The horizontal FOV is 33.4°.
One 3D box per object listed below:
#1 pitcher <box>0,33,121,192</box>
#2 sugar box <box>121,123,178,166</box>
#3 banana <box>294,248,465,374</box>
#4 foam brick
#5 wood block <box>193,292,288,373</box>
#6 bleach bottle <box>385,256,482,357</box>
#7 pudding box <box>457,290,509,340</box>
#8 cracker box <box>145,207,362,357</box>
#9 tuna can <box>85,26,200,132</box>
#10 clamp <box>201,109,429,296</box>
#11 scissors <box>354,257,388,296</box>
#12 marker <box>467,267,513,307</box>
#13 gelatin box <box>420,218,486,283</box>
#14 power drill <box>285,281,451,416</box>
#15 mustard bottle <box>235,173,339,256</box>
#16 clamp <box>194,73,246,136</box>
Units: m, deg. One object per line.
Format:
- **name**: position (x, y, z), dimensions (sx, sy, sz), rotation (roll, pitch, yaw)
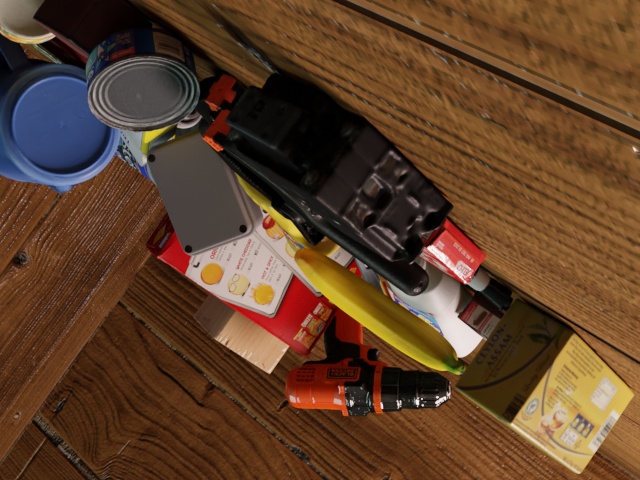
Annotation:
- **pitcher**: position (-0.275, -0.124, 1.041), dimensions (0.149, 0.145, 0.243), rotation (21, 179, -23)
- **sugar box**: position (-0.180, -0.136, 1.038), dimensions (0.093, 0.048, 0.176), rotation (56, 169, -1)
- **banana**: position (0.060, 0.069, 1.035), dimensions (0.198, 0.037, 0.069), rotation (33, 165, 15)
- **foam brick**: position (-0.182, -0.175, 0.850), dimensions (0.053, 0.051, 0.078), rotation (37, 178, -43)
- **wood block**: position (-0.048, 0.041, 1.275), dimensions (0.090, 0.206, 0.090), rotation (37, 177, -26)
- **bleach bottle**: position (0.107, 0.050, 1.087), dimensions (0.103, 0.068, 0.250), rotation (35, 175, 24)
- **pudding box**: position (0.196, 0.100, 1.054), dimensions (0.090, 0.039, 0.113), rotation (34, 177, 34)
- **cracker box**: position (-0.058, 0.001, 1.170), dimensions (0.213, 0.164, 0.072), rotation (37, 175, -25)
- **tuna can**: position (-0.137, -0.123, 0.822), dimensions (0.086, 0.086, 0.034), rotation (39, -148, -51)
- **clamp**: position (-0.020, -0.034, 0.870), dimensions (0.209, 0.036, 0.165), rotation (40, 171, -29)
- **scissors**: position (0.041, 0.013, 1.107), dimensions (0.096, 0.016, 0.201), rotation (-102, -13, -74)
- **marker**: position (0.112, 0.018, 0.888), dimensions (0.121, 0.020, 0.020), rotation (36, 177, -12)
- **gelatin box**: position (0.072, -0.009, 0.804), dimensions (0.089, 0.030, 0.073), rotation (34, 178, 39)
- **power drill**: position (0.062, 0.123, 1.230), dimensions (0.184, 0.187, 0.057), rotation (1, 125, 10)
- **mustard bottle**: position (-0.022, -0.030, 1.066), dimensions (0.096, 0.058, 0.191), rotation (48, 178, 29)
- **clamp**: position (-0.074, -0.100, 0.904), dimensions (0.120, 0.039, 0.171), rotation (21, 166, 21)
